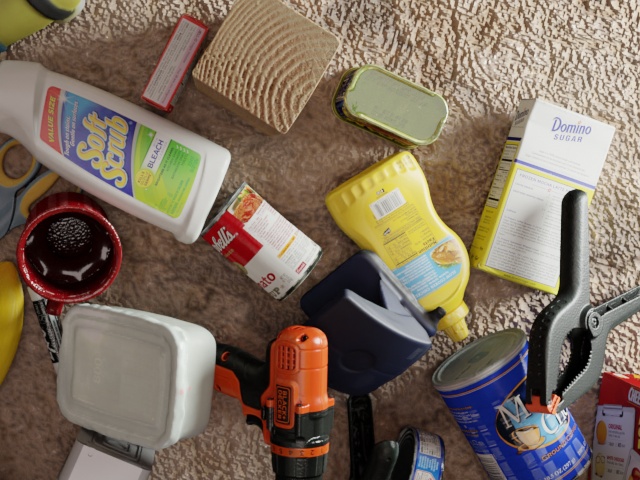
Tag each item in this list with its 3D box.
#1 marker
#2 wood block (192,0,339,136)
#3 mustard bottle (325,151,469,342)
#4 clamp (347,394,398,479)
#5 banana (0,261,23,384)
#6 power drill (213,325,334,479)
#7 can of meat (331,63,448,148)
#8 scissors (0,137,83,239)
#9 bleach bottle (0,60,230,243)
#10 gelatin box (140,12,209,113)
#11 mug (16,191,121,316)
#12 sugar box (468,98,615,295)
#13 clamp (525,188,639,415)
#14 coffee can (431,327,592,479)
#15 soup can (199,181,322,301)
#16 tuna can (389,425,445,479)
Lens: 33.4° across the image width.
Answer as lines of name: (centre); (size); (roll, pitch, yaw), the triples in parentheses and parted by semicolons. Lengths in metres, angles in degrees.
marker: (-0.259, 0.099, 1.041); (0.020, 0.020, 0.121); (-17, 96, -4)
wood block: (-0.052, -0.153, 0.943); (0.090, 0.206, 0.090); (31, 91, -7)
mustard bottle: (0.091, 0.015, 1.045); (0.096, 0.058, 0.191); (-32, 97, -6)
clamp: (0.044, 0.237, 1.053); (0.039, 0.120, 0.171); (4, 115, -8)
banana: (-0.334, 0.116, 1.027); (0.069, 0.037, 0.198); (36, 91, -8)
power drill: (-0.069, 0.162, 0.991); (0.188, 0.057, 0.184); (6, 95, 38)
can of meat: (0.066, -0.128, 1.018); (0.102, 0.084, 0.057); (23, 92, -7)
scissors: (-0.322, -0.025, 1.025); (0.201, 0.016, 0.096); (-32, 100, -3)
bleach bottle: (-0.215, -0.089, 0.985); (0.250, 0.068, 0.102); (23, 90, -16)
gelatin box: (-0.136, -0.165, 1.002); (0.030, 0.073, 0.089); (26, 92, -7)
mug: (-0.238, 0.013, 0.999); (0.093, 0.081, 0.117); (10, 104, -17)
sugar box: (0.217, -0.043, 1.056); (0.093, 0.048, 0.176); (18, 91, -14)
clamp: (0.255, 0.079, 1.022); (0.164, 0.036, 0.210); (37, 66, -31)
coffee can: (0.187, 0.171, 1.045); (0.103, 0.103, 0.140); (-31, 97, -2)
soup can: (-0.057, 0.001, 1.026); (0.102, 0.068, 0.068); (40, 90, -8)
tuna can: (0.092, 0.228, 1.050); (0.033, 0.086, 0.086); (17, 93, -9)
